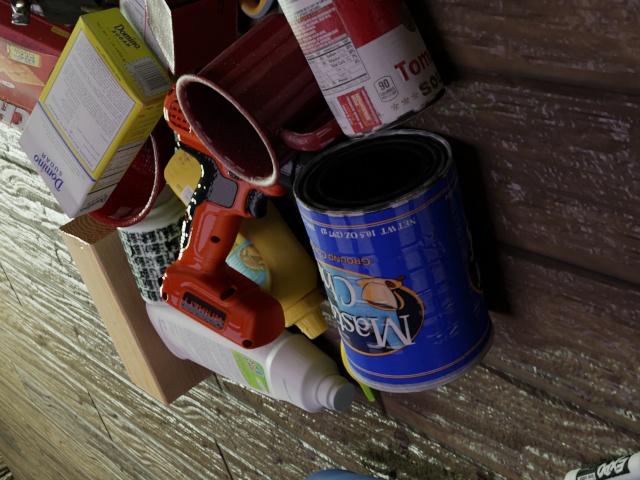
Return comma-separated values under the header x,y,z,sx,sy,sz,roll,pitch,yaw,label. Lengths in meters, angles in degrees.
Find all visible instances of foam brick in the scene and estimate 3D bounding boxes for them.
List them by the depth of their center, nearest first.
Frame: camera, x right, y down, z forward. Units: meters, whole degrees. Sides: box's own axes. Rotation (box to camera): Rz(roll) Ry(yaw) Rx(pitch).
x,y,z,sx,sy,sz,roll,pitch,yaw,label
-0.093,-0.167,0.766,0.051,0.053,0.078,61,163,21,foam brick

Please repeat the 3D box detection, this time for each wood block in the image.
x,y,z,sx,sy,sz,roll,pitch,yaw,label
-0.188,0.060,1.154,0.090,0.090,0.206,19,136,52,wood block

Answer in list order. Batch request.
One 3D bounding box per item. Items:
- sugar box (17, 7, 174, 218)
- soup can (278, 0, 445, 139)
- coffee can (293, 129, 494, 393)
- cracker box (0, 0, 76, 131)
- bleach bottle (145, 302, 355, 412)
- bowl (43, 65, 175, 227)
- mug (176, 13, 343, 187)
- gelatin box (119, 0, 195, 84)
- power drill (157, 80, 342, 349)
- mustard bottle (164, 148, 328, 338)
x,y,z,sx,sy,sz,roll,pitch,yaw,label
-0.194,-0.104,0.911,0.093,0.048,0.176,54,138,9,sugar box
0.023,-0.119,0.630,0.069,0.068,0.102,-2,119,59,soup can
0.050,0.013,0.695,0.103,0.102,0.140,22,137,48,coffee can
-0.326,-0.194,1.038,0.164,0.072,0.214,24,156,-14,cracker box
-0.062,0.109,1.033,0.251,0.068,0.102,22,150,42,bleach bottle
-0.184,-0.096,0.977,0.162,0.055,0.162,19,120,36,bowl
-0.026,-0.092,0.700,0.117,0.081,0.093,25,151,42,mug
-0.131,-0.175,0.865,0.073,0.030,0.089,48,152,19,gelatin box
-0.049,-0.014,0.811,0.185,0.057,0.188,28,120,26,power drill
-0.056,0.001,0.904,0.191,0.058,0.096,55,155,2,mustard bottle
